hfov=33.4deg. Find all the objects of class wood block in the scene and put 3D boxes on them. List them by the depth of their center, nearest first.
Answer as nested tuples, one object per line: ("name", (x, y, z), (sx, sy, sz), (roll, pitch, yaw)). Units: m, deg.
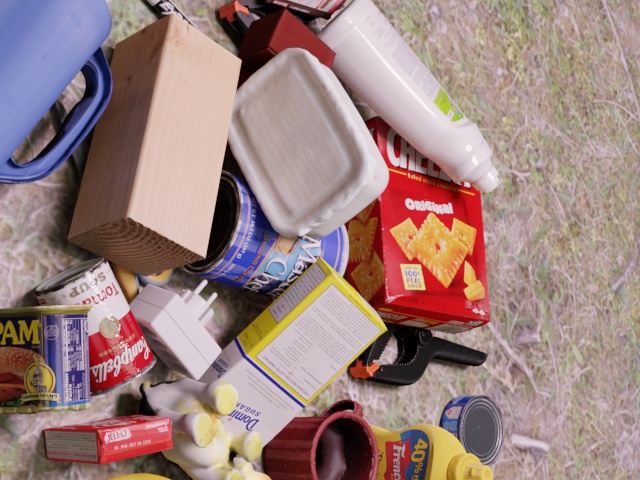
("wood block", (-0.147, -0.084, 0.961), (0.090, 0.090, 0.206), (30, 57, -39))

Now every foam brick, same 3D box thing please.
("foam brick", (-0.034, -0.180, 1.048), (0.078, 0.053, 0.051), (36, 60, -34))

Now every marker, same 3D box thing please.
("marker", (-0.147, -0.224, 1.049), (0.121, 0.020, 0.020), (45, 55, -28))

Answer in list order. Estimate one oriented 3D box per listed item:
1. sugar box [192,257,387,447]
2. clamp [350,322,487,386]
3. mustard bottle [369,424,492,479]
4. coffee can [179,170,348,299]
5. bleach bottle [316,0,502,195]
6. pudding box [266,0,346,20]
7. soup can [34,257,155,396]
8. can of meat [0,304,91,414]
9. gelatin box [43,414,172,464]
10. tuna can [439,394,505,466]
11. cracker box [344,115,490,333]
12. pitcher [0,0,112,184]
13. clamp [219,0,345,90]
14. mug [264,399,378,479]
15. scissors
("sugar box", (-0.030, 0.110, 1.021), (0.176, 0.048, 0.093), (-42, 120, 5))
("clamp", (0.114, 0.114, 1.225), (0.209, 0.036, 0.164), (-39, 106, -41))
("mustard bottle", (0.093, 0.235, 1.078), (0.058, 0.192, 0.096), (29, 64, -37))
("coffee can", (-0.057, 0.001, 1.038), (0.140, 0.103, 0.103), (20, 69, -39))
("bleach bottle", (0.100, -0.144, 1.138), (0.250, 0.068, 0.102), (46, 32, -9))
("pudding box", (-0.032, -0.293, 1.128), (0.089, 0.039, 0.113), (5, 54, -42))
("soup can", (-0.194, 0.074, 0.921), (0.068, 0.069, 0.102), (-34, 106, -41))
("can of meat", (-0.233, 0.095, 0.856), (0.057, 0.102, 0.084), (5, 82, -63))
("gelatin box", (-0.179, 0.167, 0.903), (0.073, 0.089, 0.030), (-3, 85, -44))
("tuna can", (0.181, 0.227, 1.273), (0.085, 0.034, 0.086), (9, 77, -42))
("cracker box", (0.107, -0.014, 1.185), (0.163, 0.072, 0.213), (13, 67, -37))
("pitcher", (-0.272, -0.113, 0.842), (0.149, 0.145, 0.242), (27, 64, 2))
("clamp", (-0.032, -0.213, 1.143), (0.171, 0.039, 0.120), (-1, 75, -42))
("mug", (0.003, 0.209, 1.074), (0.093, 0.082, 0.117), (47, 54, -27))
("scissors", (-0.187, -0.032, 0.982), (0.096, 0.016, 0.202), (-9, 89, -46))
